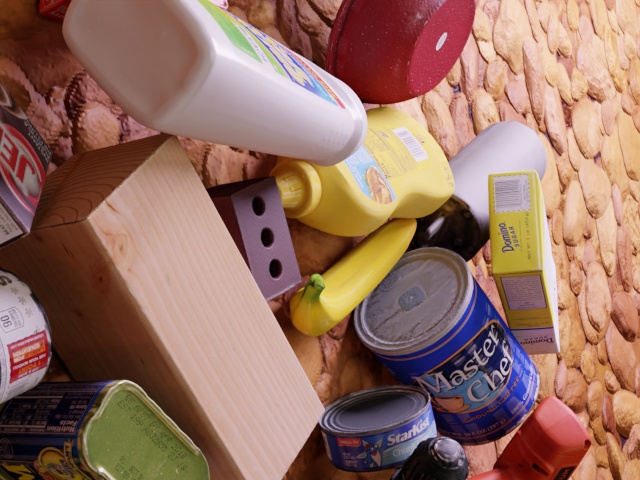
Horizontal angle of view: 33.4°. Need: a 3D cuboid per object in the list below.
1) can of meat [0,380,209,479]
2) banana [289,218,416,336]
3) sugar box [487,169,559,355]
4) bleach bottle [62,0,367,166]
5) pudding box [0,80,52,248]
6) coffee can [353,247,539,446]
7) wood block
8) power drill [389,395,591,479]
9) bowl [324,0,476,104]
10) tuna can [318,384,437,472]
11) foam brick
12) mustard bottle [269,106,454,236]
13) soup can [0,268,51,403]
[{"bbox_3d":[-0.120,0.119,0.582,0.102,0.084,0.057,54,45,-34],"label":"can of meat"},{"bbox_3d":[0.022,0.030,0.806,0.037,0.070,0.197,48,28,3],"label":"banana"},{"bbox_3d":[0.173,0.024,0.902,0.176,0.048,0.093,64,26,-59],"label":"sugar box"},{"bbox_3d":[-0.040,-0.096,0.660,0.103,0.068,0.250,48,17,21],"label":"bleach bottle"},{"bbox_3d":[-0.183,-0.059,0.533,0.113,0.039,0.090,57,11,-29],"label":"pudding box"},{"bbox_3d":[0.105,0.088,0.875,0.140,0.103,0.102,51,47,-36],"label":"coffee can"},{"bbox_3d":[-0.092,0.053,0.627,0.090,0.090,0.206,-52,125,-44],"label":"wood block"},{"bbox_3d":[0.115,0.182,0.802,0.187,0.185,0.057,-17,55,-32],"label":"power drill"},{"bbox_3d":[0.074,-0.167,0.843,0.162,0.055,0.162,-43,153,-28],"label":"bowl"},{"bbox_3d":[0.043,0.140,0.798,0.086,0.086,0.034,-29,109,-51],"label":"tuna can"},{"bbox_3d":[-0.055,0.001,0.717,0.052,0.051,0.078,-28,107,-52],"label":"foam brick"},{"bbox_3d":[0.021,-0.050,0.808,0.191,0.058,0.096,-18,68,-52],"label":"mustard bottle"},{"bbox_3d":[-0.189,0.057,0.513,0.102,0.069,0.068,-23,103,-53],"label":"soup can"}]
